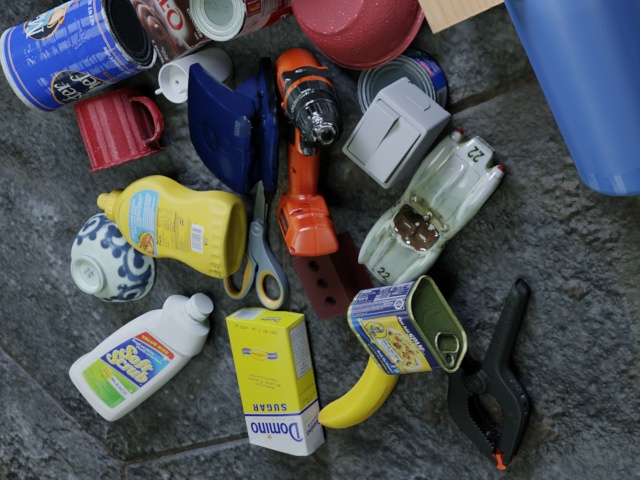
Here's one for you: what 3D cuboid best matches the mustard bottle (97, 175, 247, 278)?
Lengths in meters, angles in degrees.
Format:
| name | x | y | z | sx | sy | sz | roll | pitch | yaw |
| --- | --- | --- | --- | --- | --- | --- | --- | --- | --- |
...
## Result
| name | x | y | z | sx | sy | sz | roll | pitch | yaw |
| --- | --- | --- | --- | --- | --- | --- | --- | --- | --- |
| mustard bottle | -0.179 | -0.025 | 1.243 | 0.192 | 0.058 | 0.096 | 15 | 116 | 24 |

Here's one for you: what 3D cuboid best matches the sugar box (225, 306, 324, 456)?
| name | x | y | z | sx | sy | sz | roll | pitch | yaw |
| --- | --- | --- | --- | --- | --- | --- | --- | --- | --- |
| sugar box | -0.054 | 0.170 | 1.285 | 0.093 | 0.048 | 0.176 | 6 | 113 | 35 |

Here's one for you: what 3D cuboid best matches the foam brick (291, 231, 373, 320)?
| name | x | y | z | sx | sy | sz | roll | pitch | yaw |
| --- | --- | --- | --- | --- | --- | --- | --- | --- | --- |
| foam brick | 0.014 | 0.039 | 1.174 | 0.053 | 0.051 | 0.078 | -20 | 100 | 38 |

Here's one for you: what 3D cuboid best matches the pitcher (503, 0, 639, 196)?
| name | x | y | z | sx | sy | sz | roll | pitch | yaw |
| --- | --- | --- | --- | --- | --- | --- | --- | --- | --- |
| pitcher | 0.238 | -0.166 | 0.862 | 0.149 | 0.145 | 0.242 | -14 | 122 | 24 |

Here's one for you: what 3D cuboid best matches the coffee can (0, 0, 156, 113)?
| name | x | y | z | sx | sy | sz | roll | pitch | yaw |
| --- | --- | --- | --- | --- | --- | --- | --- | --- | --- |
| coffee can | -0.268 | -0.213 | 1.186 | 0.140 | 0.102 | 0.103 | -19 | 101 | 20 |

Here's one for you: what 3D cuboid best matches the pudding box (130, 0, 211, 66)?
| name | x | y | z | sx | sy | sz | roll | pitch | yaw |
| --- | --- | --- | --- | --- | --- | --- | --- | --- | --- |
| pudding box | -0.160 | -0.257 | 1.151 | 0.090 | 0.039 | 0.113 | -19 | 101 | 49 |

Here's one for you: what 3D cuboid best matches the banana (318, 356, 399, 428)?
| name | x | y | z | sx | sy | sz | roll | pitch | yaw |
| --- | --- | --- | --- | --- | --- | --- | --- | --- | --- |
| banana | 0.053 | 0.159 | 1.219 | 0.070 | 0.037 | 0.198 | 52 | 132 | 37 |

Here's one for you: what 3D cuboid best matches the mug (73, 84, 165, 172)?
| name | x | y | z | sx | sy | sz | roll | pitch | yaw |
| --- | --- | --- | --- | --- | --- | --- | --- | --- | --- |
| mug | -0.227 | -0.133 | 1.232 | 0.117 | 0.093 | 0.081 | -10 | 101 | 40 |

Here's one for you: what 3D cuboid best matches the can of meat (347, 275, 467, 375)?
| name | x | y | z | sx | sy | sz | roll | pitch | yaw |
| --- | --- | --- | --- | --- | --- | --- | --- | --- | --- |
| can of meat | 0.088 | 0.091 | 1.095 | 0.084 | 0.057 | 0.102 | -13 | 122 | 39 |

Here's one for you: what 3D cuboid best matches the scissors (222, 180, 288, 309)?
| name | x | y | z | sx | sy | sz | roll | pitch | yaw |
| --- | --- | --- | --- | --- | --- | --- | --- | --- | --- |
| scissors | -0.058 | 0.002 | 1.229 | 0.096 | 0.016 | 0.202 | 36 | 127 | 13 |

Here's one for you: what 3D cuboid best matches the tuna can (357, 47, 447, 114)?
| name | x | y | z | sx | sy | sz | roll | pitch | yaw |
| --- | --- | --- | --- | --- | --- | --- | --- | --- | --- |
| tuna can | 0.082 | -0.146 | 1.053 | 0.086 | 0.033 | 0.086 | 15 | 119 | 28 |

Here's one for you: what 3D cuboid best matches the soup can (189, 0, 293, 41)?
| name | x | y | z | sx | sy | sz | roll | pitch | yaw |
| --- | --- | --- | --- | --- | --- | --- | --- | --- | --- |
| soup can | -0.074 | -0.243 | 1.068 | 0.069 | 0.102 | 0.068 | 14 | 119 | 27 |

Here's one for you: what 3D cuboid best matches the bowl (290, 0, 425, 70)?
| name | x | y | z | sx | sy | sz | roll | pitch | yaw |
| --- | --- | --- | --- | --- | --- | --- | --- | --- | --- |
| bowl | 0.023 | -0.242 | 1.010 | 0.162 | 0.055 | 0.162 | 8 | 103 | 39 |

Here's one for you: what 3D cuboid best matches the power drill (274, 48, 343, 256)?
| name | x | y | z | sx | sy | sz | roll | pitch | yaw |
| --- | --- | --- | --- | --- | --- | --- | --- | --- | --- |
| power drill | -0.010 | -0.081 | 1.073 | 0.057 | 0.184 | 0.188 | -3 | 120 | -8 |

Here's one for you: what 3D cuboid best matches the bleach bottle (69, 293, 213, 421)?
| name | x | y | z | sx | sy | sz | roll | pitch | yaw |
| --- | --- | --- | --- | --- | --- | --- | --- | --- | --- |
| bleach bottle | -0.223 | 0.136 | 1.375 | 0.102 | 0.068 | 0.251 | 51 | 127 | 3 |

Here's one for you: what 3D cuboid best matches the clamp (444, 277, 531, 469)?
| name | x | y | z | sx | sy | sz | roll | pitch | yaw |
| --- | --- | --- | --- | --- | --- | --- | --- | --- | --- |
| clamp | 0.160 | 0.141 | 1.135 | 0.165 | 0.036 | 0.210 | -3 | 106 | 36 |
